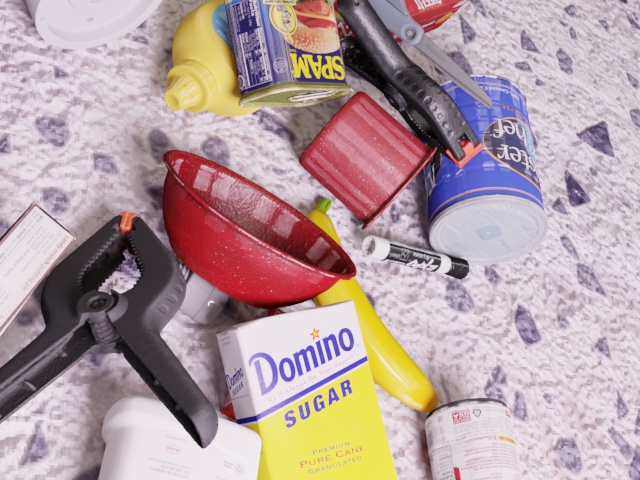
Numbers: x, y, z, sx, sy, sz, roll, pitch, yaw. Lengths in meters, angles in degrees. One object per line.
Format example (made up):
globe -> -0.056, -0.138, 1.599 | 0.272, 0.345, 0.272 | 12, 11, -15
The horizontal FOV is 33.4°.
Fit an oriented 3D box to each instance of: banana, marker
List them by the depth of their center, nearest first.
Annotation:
banana -> 0.029, 0.050, 0.840 | 0.069, 0.037, 0.198 | -13, 71, -42
marker -> 0.084, 0.015, 0.909 | 0.120, 0.020, 0.020 | 14, 54, -40

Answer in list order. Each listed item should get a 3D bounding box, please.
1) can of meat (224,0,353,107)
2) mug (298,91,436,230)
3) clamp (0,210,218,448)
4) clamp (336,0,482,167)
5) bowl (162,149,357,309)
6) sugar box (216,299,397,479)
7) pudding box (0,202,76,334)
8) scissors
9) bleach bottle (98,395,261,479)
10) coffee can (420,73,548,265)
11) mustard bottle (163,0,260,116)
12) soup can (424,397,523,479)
can of meat -> -0.026, -0.152, 0.843 | 0.101, 0.058, 0.084 | -9, 89, -53
mug -> 0.040, -0.074, 0.900 | 0.081, 0.093, 0.117 | 42, 27, -2
clamp -> -0.146, 0.056, 0.669 | 0.164, 0.036, 0.210 | -7, 38, 0
clamp -> 0.068, -0.136, 0.893 | 0.039, 0.120, 0.171 | -45, 75, -3
bowl -> -0.055, 0.001, 0.764 | 0.162, 0.055, 0.162 | 32, 12, -8
sugar box -> -0.003, 0.135, 0.715 | 0.093, 0.048, 0.176 | -11, 84, -28
pudding box -> -0.201, 0.040, 0.628 | 0.039, 0.090, 0.113 | 38, 46, -12
scissors -> 0.081, -0.202, 0.931 | 0.202, 0.096, 0.016 | 30, 22, 16
bleach bottle -> -0.101, 0.221, 0.608 | 0.102, 0.068, 0.250 | 20, 55, -16
coffee can -> 0.143, -0.063, 0.957 | 0.102, 0.103, 0.140 | 18, 52, -28
mustard bottle -> -0.068, -0.157, 0.885 | 0.096, 0.058, 0.191 | 57, 43, -14
soup can -> 0.118, 0.178, 0.803 | 0.068, 0.069, 0.102 | 14, 54, -31
